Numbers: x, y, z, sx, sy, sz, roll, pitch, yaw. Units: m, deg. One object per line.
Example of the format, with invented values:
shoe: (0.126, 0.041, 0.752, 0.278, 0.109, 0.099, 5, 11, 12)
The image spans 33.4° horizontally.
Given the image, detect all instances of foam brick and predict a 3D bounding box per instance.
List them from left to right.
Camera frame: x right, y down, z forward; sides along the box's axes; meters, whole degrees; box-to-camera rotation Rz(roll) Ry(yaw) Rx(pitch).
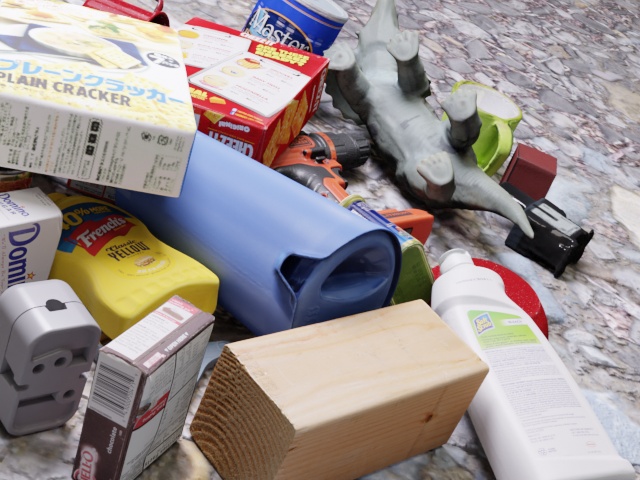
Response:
foam brick: (0.244, -0.067, 1.273, 0.051, 0.078, 0.053, 23, 30, 2)

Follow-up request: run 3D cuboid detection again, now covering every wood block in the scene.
wood block: (0.018, 0.120, 0.805, 0.205, 0.091, 0.090, -9, 43, -43)

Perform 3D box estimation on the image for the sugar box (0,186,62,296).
sugar box: (-0.273, 0.021, 0.762, 0.175, 0.093, 0.048, -13, 46, -45)

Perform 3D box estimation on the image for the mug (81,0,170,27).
mug: (-0.221, -0.237, 1.200, 0.081, 0.117, 0.093, 23, -14, 10)

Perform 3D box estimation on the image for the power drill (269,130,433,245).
power drill: (0.028, -0.051, 1.123, 0.184, 0.057, 0.188, -14, 44, -41)

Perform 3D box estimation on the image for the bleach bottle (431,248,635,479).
bleach bottle: (0.162, 0.109, 0.899, 0.102, 0.068, 0.251, -1, 48, -23)

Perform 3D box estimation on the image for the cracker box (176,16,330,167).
cracker box: (-0.100, -0.149, 1.096, 0.164, 0.072, 0.213, 19, 30, 8)

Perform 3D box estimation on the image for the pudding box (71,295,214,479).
pudding box: (-0.118, 0.105, 0.714, 0.039, 0.114, 0.089, 28, 29, 13)

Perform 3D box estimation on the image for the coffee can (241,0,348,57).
coffee can: (-0.045, -0.226, 1.248, 0.102, 0.140, 0.103, 28, 20, -11)

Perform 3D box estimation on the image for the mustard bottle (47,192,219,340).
mustard bottle: (-0.177, 0.012, 0.864, 0.192, 0.058, 0.096, 34, 40, 33)

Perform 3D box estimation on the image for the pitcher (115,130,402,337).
pitcher: (-0.056, 0.001, 0.910, 0.243, 0.149, 0.144, 33, 45, 32)

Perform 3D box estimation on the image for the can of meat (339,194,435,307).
can of meat: (0.054, 0.018, 0.976, 0.057, 0.102, 0.084, -43, 53, -12)
